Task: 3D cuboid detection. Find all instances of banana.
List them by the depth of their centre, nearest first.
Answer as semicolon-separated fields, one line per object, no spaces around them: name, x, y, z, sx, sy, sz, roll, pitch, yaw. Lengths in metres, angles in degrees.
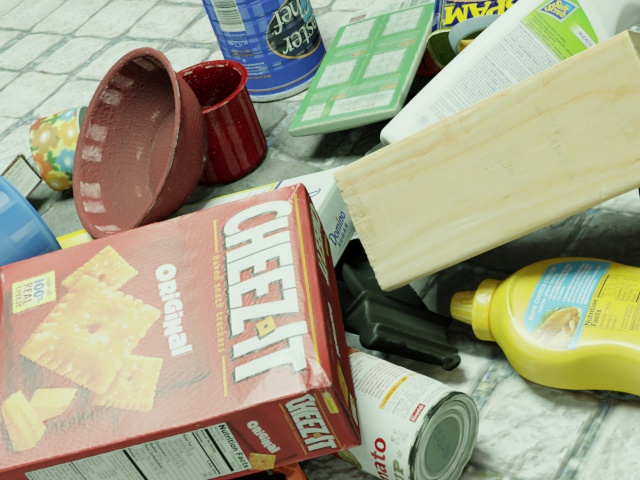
banana;-0.215;0.008;0.924;0.198;0.037;0.069;-19;18;0

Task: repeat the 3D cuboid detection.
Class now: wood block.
wood block;0.126;-0.049;0.694;0.206;0.090;0.090;-24;-3;26

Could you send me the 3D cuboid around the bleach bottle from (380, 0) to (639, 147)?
bleach bottle;0.167;-0.129;0.802;0.251;0.102;0.068;-42;-2;0

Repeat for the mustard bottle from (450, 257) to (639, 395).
mustard bottle;0.172;0.052;0.667;0.192;0.058;0.096;7;46;31

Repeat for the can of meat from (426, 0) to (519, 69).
can of meat;0.147;-0.199;0.921;0.102;0.057;0.084;-3;61;23

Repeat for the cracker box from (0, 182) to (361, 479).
cracker box;-0.095;0.066;0.647;0.214;0.072;0.164;-16;46;7

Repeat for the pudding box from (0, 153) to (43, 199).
pudding box;-0.326;-0.028;1.000;0.090;0.039;0.113;-9;38;36

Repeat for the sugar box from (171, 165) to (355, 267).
sugar box;-0.055;0.001;0.813;0.177;0.048;0.093;-8;37;39

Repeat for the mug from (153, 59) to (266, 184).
mug;-0.107;-0.108;0.976;0.117;0.081;0.093;17;50;38

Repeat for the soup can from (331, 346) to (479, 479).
soup can;0.037;0.108;0.653;0.102;0.068;0.068;18;51;39

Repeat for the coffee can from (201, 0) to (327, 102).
coffee can;-0.059;-0.222;1.048;0.103;0.140;0.103;-13;37;10

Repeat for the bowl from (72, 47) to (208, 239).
bowl;-0.140;-0.073;0.875;0.162;0.055;0.162;-18;66;47

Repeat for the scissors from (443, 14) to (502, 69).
scissors;0.184;-0.149;0.889;0.201;0.096;0.016;2;57;-30
